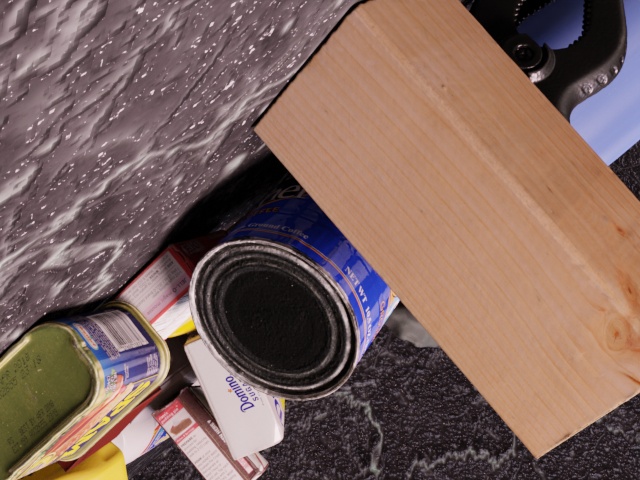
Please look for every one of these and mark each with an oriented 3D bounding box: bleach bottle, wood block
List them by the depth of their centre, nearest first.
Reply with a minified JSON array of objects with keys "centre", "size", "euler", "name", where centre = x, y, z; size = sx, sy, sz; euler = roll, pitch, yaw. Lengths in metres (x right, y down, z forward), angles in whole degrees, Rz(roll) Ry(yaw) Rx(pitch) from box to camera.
[{"centre":[0.079,-0.015,0.513],"size":[0.091,0.206,0.090],"euler":[-45,173,37],"name":"wood block"},{"centre":[-0.158,0.156,0.962],"size":[0.103,0.068,0.250],"euler":[-48,174,21],"name":"bleach bottle"}]

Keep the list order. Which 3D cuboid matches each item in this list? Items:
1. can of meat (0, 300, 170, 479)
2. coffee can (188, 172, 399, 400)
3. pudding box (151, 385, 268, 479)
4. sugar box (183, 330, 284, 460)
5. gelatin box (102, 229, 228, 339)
[{"centre":[-0.143,0.083,0.580],"size":[0.102,0.057,0.083],"euler":[-42,171,12],"name":"can of meat"},{"centre":[0.002,0.011,0.623],"size":[0.103,0.103,0.140],"euler":[-45,-177,39],"name":"coffee can"},{"centre":[-0.084,0.159,0.843],"size":[0.039,0.090,0.113],"euler":[-41,174,-6],"name":"pudding box"},{"centre":[-0.061,0.095,0.823],"size":[0.048,0.093,0.176],"euler":[-23,-172,-1],"name":"sugar box"},{"centre":[-0.095,0.033,0.648],"size":[0.089,0.030,0.073],"euler":[-43,173,20],"name":"gelatin box"}]
